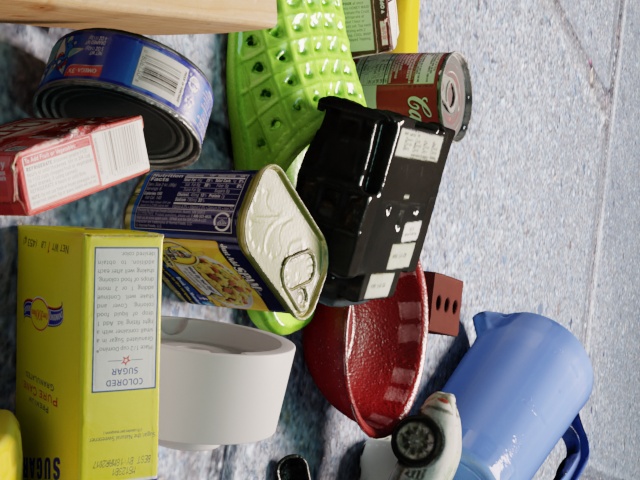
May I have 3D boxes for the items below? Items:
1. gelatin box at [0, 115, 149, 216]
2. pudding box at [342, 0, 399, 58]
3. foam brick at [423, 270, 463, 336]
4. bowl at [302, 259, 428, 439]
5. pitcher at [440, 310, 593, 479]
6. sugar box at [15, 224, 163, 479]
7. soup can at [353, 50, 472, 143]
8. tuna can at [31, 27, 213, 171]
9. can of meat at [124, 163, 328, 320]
[{"bbox_3d":[-0.133,-0.036,0.482,0.089,0.073,0.030,-31,119,-57],"label":"gelatin box"},{"bbox_3d":[0.036,-0.190,0.802,0.113,0.039,0.090,-75,159,-71],"label":"pudding box"},{"bbox_3d":[0.090,0.056,0.950,0.078,0.051,0.053,17,78,-62],"label":"foam brick"},{"bbox_3d":[0.031,0.071,0.833,0.161,0.055,0.162,-11,103,-62],"label":"bowl"},{"bbox_3d":[0.175,0.188,1.042,0.242,0.149,0.145,-40,139,-51],"label":"pitcher"},{"bbox_3d":[-0.114,0.082,0.508,0.048,0.093,0.176,3,91,-33],"label":"sugar box"},{"bbox_3d":[0.057,-0.108,0.813,0.068,0.102,0.068,-11,103,-62],"label":"soup can"},{"bbox_3d":[-0.098,-0.069,0.534,0.086,0.086,0.033,47,51,-55],"label":"tuna can"},{"bbox_3d":[-0.054,0.001,0.628,0.102,0.084,0.057,57,44,-49],"label":"can of meat"}]
